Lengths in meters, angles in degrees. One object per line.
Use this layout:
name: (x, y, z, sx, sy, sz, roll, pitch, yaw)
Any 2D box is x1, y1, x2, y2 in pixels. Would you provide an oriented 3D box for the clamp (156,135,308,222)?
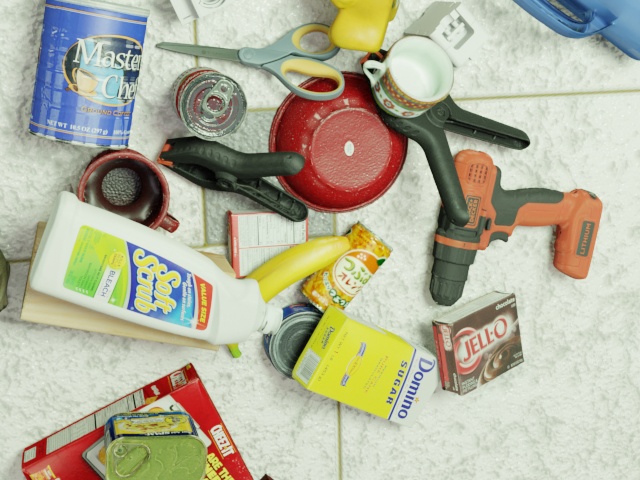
clamp: (-0.088, -0.076, 1.119, 0.171, 0.120, 0.039, 18, 59, 1)

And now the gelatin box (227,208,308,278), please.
gelatin box: (-0.058, 0.001, 1.190, 0.089, 0.030, 0.073, -4, 103, -13)

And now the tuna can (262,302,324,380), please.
tuna can: (-0.021, 0.117, 1.224, 0.086, 0.034, 0.086, -3, 104, -13)

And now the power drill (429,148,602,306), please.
power drill: (0.224, -0.003, 1.241, 0.187, 0.057, 0.184, 8, 101, -15)

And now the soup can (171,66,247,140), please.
soup can: (-0.117, -0.143, 1.103, 0.068, 0.102, 0.068, -3, 104, -13)

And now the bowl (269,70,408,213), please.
bowl: (0.027, -0.103, 1.172, 0.162, 0.055, 0.162, -3, 103, -12)

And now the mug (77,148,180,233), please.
mug: (-0.198, -0.046, 1.118, 0.117, 0.081, 0.093, 32, 94, -18)

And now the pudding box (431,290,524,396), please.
pudding box: (0.185, 0.118, 1.250, 0.113, 0.039, 0.090, -22, 110, -36)

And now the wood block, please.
wood block: (-0.205, 0.049, 1.134, 0.205, 0.091, 0.090, 11, 99, -16)

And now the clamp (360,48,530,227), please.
clamp: (0.121, -0.122, 1.154, 0.210, 0.036, 0.164, 39, 53, -7)

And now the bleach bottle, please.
bleach bottle: (-0.154, 0.038, 1.064, 0.250, 0.068, 0.102, 19, 97, -19)

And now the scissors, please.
scissors: (-0.064, -0.210, 1.140, 0.201, 0.016, 0.096, 21, 71, -1)

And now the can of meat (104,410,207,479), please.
can of meat: (-0.174, 0.216, 1.110, 0.102, 0.084, 0.057, 1, 102, -14)

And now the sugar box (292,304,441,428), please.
sugar box: (0.060, 0.147, 1.217, 0.176, 0.048, 0.093, 26, 96, -35)

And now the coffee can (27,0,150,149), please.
coffee can: (-0.232, -0.170, 1.069, 0.102, 0.103, 0.140, 8, 101, -15)

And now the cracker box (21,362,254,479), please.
cracker box: (-0.201, 0.259, 1.197, 0.213, 0.072, 0.164, -27, 108, -7)

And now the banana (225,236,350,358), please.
banana: (-0.055, 0.053, 1.173, 0.198, 0.037, 0.069, -43, 145, 20)
